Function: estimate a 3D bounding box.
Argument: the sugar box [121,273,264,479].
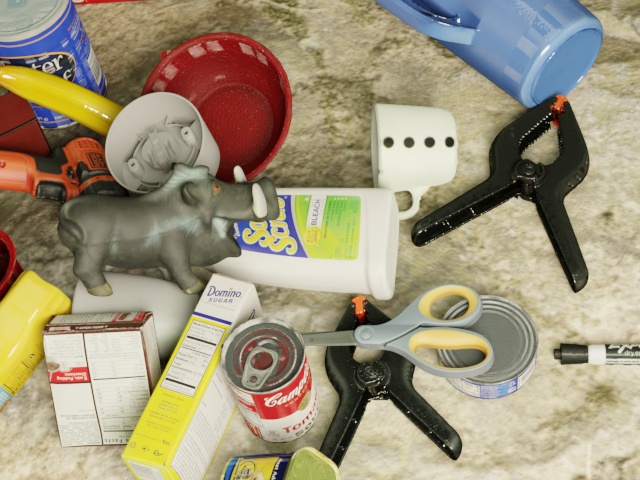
[{"bbox_3d":[-0.100,0.125,0.893,0.048,0.093,0.176,12,58,16],"label":"sugar box"}]

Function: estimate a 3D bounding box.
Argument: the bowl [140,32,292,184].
[{"bbox_3d":[-0.098,-0.121,1.062,0.162,0.055,0.162,-3,80,15],"label":"bowl"}]

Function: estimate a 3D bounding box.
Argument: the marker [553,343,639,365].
[{"bbox_3d":[0.259,0.097,0.902,0.121,0.020,0.020,-1,56,9],"label":"marker"}]

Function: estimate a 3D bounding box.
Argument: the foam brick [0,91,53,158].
[{"bbox_3d":[-0.309,-0.104,1.089,0.051,0.078,0.053,-28,58,-13],"label":"foam brick"}]

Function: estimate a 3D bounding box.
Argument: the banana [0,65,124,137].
[{"bbox_3d":[-0.230,-0.128,1.073,0.197,0.069,0.037,28,99,-13],"label":"banana"}]

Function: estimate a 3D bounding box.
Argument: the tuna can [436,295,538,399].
[{"bbox_3d":[0.143,0.092,0.914,0.086,0.034,0.086,-4,56,6],"label":"tuna can"}]

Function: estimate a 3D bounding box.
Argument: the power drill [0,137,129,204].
[{"bbox_3d":[-0.272,-0.046,0.993,0.187,0.057,0.185,4,26,-27],"label":"power drill"}]

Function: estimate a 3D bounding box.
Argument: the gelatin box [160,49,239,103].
[{"bbox_3d":[-0.126,-0.172,1.135,0.089,0.030,0.073,-5,54,4],"label":"gelatin box"}]

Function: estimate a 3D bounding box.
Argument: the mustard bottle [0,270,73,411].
[{"bbox_3d":[-0.290,0.119,0.921,0.058,0.096,0.191,34,73,6],"label":"mustard bottle"}]

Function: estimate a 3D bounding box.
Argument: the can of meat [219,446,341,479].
[{"bbox_3d":[-0.041,0.214,0.826,0.084,0.057,0.102,-14,46,42],"label":"can of meat"}]

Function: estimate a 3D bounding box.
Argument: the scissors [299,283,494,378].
[{"bbox_3d":[0.051,0.068,0.912,0.202,0.016,0.096,11,57,16],"label":"scissors"}]

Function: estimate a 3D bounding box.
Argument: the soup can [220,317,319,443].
[{"bbox_3d":[-0.040,0.118,0.882,0.068,0.102,0.068,-4,56,6],"label":"soup can"}]

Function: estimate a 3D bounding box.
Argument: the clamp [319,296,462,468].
[{"bbox_3d":[0.037,0.127,0.904,0.120,0.039,0.171,-15,49,-7],"label":"clamp"}]

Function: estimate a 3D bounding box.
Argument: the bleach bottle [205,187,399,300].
[{"bbox_3d":[-0.056,0.001,0.989,0.251,0.068,0.102,0,64,13],"label":"bleach bottle"}]

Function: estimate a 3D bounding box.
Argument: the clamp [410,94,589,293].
[{"bbox_3d":[0.202,-0.048,0.997,0.165,0.036,0.209,24,62,23],"label":"clamp"}]

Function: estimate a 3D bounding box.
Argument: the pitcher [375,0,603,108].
[{"bbox_3d":[0.157,-0.241,1.079,0.149,0.145,0.243,-45,62,4],"label":"pitcher"}]

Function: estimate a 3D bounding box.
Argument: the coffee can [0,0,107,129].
[{"bbox_3d":[-0.291,-0.199,1.111,0.103,0.140,0.103,-4,56,6],"label":"coffee can"}]

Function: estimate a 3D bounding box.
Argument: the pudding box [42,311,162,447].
[{"bbox_3d":[-0.181,0.118,0.902,0.090,0.113,0.039,-3,20,6],"label":"pudding box"}]
